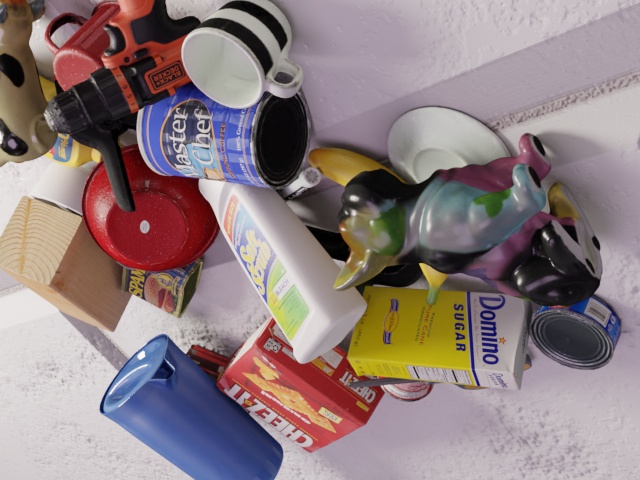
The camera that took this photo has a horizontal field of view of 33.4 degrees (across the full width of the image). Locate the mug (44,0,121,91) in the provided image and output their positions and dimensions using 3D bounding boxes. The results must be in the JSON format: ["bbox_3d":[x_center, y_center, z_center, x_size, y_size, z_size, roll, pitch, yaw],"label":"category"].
[{"bbox_3d":[-0.225,-0.189,1.080,0.117,0.081,0.093,33,144,1],"label":"mug"}]

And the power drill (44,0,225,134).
[{"bbox_3d":[-0.196,-0.205,0.981,0.057,0.184,0.187,44,159,54],"label":"power drill"}]

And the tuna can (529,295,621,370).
[{"bbox_3d":[0.255,0.089,1.067,0.086,0.033,0.086,21,142,17],"label":"tuna can"}]

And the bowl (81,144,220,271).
[{"bbox_3d":[-0.191,-0.025,1.196,0.162,0.055,0.162,0,116,-1],"label":"bowl"}]

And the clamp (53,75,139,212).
[{"bbox_3d":[-0.213,-0.128,1.151,0.171,0.120,0.039,50,170,8],"label":"clamp"}]

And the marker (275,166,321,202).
[{"bbox_3d":[-0.029,-0.054,1.111,0.020,0.020,0.121,41,160,-10],"label":"marker"}]

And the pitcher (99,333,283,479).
[{"bbox_3d":[-0.173,0.250,1.446,0.145,0.149,0.242,-43,108,10],"label":"pitcher"}]

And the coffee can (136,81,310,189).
[{"bbox_3d":[-0.095,-0.108,1.055,0.140,0.102,0.103,9,137,30],"label":"coffee can"}]

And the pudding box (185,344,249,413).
[{"bbox_3d":[-0.147,0.205,1.506,0.090,0.039,0.113,20,141,19],"label":"pudding box"}]

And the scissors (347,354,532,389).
[{"bbox_3d":[0.129,0.153,1.165,0.201,0.016,0.096,-10,156,-1],"label":"scissors"}]

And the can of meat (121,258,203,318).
[{"bbox_3d":[-0.200,0.043,1.349,0.084,0.057,0.102,27,144,5],"label":"can of meat"}]

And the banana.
[{"bbox_3d":[0.068,-0.028,1.049,0.070,0.037,0.198,-41,84,24],"label":"banana"}]

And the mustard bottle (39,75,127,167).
[{"bbox_3d":[-0.304,-0.136,1.221,0.192,0.058,0.096,26,130,10],"label":"mustard bottle"}]

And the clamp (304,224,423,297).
[{"bbox_3d":[0.036,0.013,1.144,0.164,0.036,0.210,42,145,-21],"label":"clamp"}]

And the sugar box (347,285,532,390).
[{"bbox_3d":[0.124,0.098,1.103,0.176,0.093,0.048,0,146,24],"label":"sugar box"}]

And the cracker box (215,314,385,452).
[{"bbox_3d":[-0.030,0.181,1.339,0.164,0.072,0.214,37,152,-3],"label":"cracker box"}]

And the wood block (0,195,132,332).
[{"bbox_3d":[-0.312,0.034,1.333,0.090,0.091,0.206,20,165,18],"label":"wood block"}]

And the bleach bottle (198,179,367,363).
[{"bbox_3d":[-0.057,0.001,1.124,0.251,0.067,0.103,52,142,16],"label":"bleach bottle"}]

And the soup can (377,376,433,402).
[{"bbox_3d":[0.105,0.127,1.198,0.068,0.068,0.102,26,143,11],"label":"soup can"}]
